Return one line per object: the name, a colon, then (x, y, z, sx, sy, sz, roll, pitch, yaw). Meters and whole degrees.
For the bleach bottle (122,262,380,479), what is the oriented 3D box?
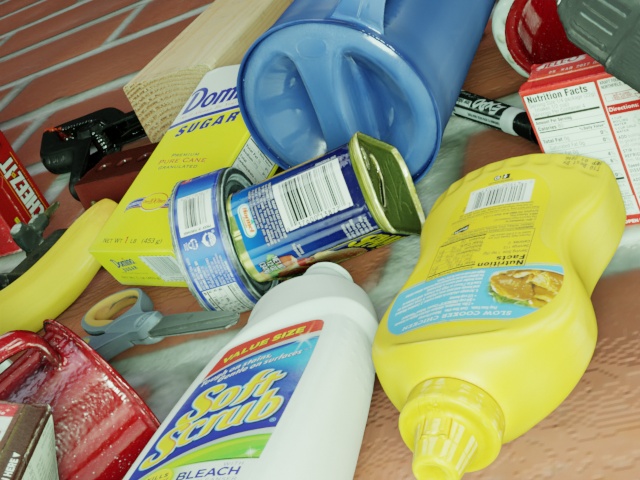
bleach bottle: (-0.031, 0.088, 0.468, 0.103, 0.068, 0.250, -17, 24, 23)

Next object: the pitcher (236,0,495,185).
pitcher: (0.052, -0.157, 0.719, 0.149, 0.145, 0.242, -18, 31, 39)

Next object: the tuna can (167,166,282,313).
tuna can: (-0.054, 0.001, 0.626, 0.034, 0.086, 0.086, -17, 27, 16)

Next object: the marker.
marker: (0.115, -0.082, 0.699, 0.020, 0.020, 0.121, -32, 25, -11)

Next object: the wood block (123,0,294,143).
wood block: (-0.070, -0.150, 0.925, 0.090, 0.091, 0.205, -10, 29, 30)

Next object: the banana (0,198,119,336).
banana: (-0.220, 0.040, 0.741, 0.197, 0.069, 0.037, -25, -6, -2)

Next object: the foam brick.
foam brick: (-0.141, -0.040, 0.828, 0.078, 0.051, 0.053, -10, 29, 32)

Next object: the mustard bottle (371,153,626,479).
mustard bottle: (0.074, 0.034, 0.469, 0.096, 0.058, 0.191, -10, 30, 30)

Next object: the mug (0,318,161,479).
mug: (-0.133, 0.091, 0.502, 0.093, 0.117, 0.081, 30, 62, 35)

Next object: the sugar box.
sugar box: (-0.079, -0.049, 0.742, 0.094, 0.048, 0.176, 0, 54, 41)

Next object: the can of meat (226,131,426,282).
can of meat: (0.004, -0.016, 0.600, 0.084, 0.057, 0.102, -22, -8, 17)

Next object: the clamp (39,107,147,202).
clamp: (-0.202, -0.100, 1.021, 0.164, 0.036, 0.210, -38, 27, -21)

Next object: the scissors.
scissors: (-0.114, 0.062, 0.614, 0.096, 0.016, 0.202, -42, 18, -16)
